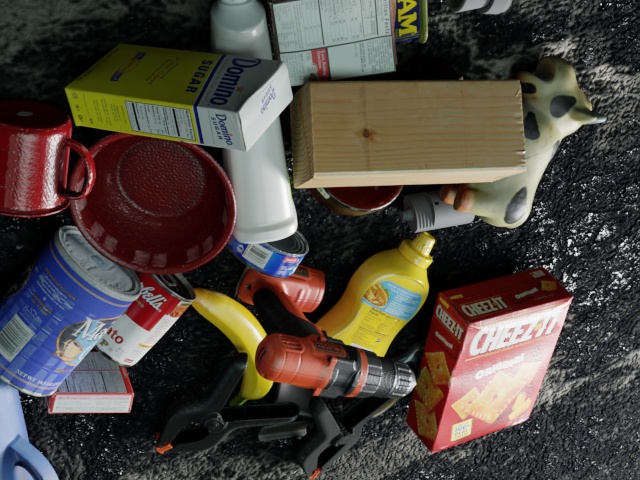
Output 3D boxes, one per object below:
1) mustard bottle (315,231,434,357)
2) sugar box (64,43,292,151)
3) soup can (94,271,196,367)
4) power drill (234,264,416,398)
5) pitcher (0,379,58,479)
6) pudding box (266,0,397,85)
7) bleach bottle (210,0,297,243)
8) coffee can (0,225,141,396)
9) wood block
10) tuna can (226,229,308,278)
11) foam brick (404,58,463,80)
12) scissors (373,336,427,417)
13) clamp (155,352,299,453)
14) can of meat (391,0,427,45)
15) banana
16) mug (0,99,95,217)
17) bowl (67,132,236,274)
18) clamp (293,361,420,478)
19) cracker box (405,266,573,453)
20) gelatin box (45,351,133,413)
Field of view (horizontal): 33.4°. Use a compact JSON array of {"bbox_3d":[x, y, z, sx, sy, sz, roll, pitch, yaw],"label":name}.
[{"bbox_3d":[0.069,0.069,1.236,0.096,0.058,0.192,25,110,-34],"label":"mustard bottle"},{"bbox_3d":[-0.123,-0.128,0.931,0.176,0.093,0.048,8,129,25],"label":"sugar box"},{"bbox_3d":[-0.189,0.074,1.117,0.102,0.068,0.068,-47,128,11],"label":"soup can"},{"bbox_3d":[-0.003,0.095,1.139,0.184,0.188,0.057,16,113,-30],"label":"power drill"},{"bbox_3d":[-0.353,0.231,1.108,0.149,0.145,0.243,-10,123,-21],"label":"pitcher"},{"bbox_3d":[0.011,-0.194,0.981,0.113,0.039,0.090,-10,126,-3],"label":"pudding box"},{"bbox_3d":[-0.068,-0.127,1.011,0.068,0.102,0.251,-10,126,-8],"label":"bleach bottle"},{"bbox_3d":[-0.261,0.070,1.059,0.102,0.103,0.140,33,105,-37],"label":"coffee can"},{"bbox_3d":[0.082,-0.102,1.023,0.206,0.090,0.091,-2,87,-13],"label":"wood block"},{"bbox_3d":[-0.057,0.001,1.115,0.086,0.086,0.034,18,115,-33],"label":"tuna can"},{"bbox_3d":[0.112,-0.142,1.115,0.078,0.053,0.051,-32,129,-3],"label":"foam brick"},{"bbox_3d":[0.102,0.138,1.326,0.096,0.016,0.202,22,111,-34],"label":"scissors"},{"bbox_3d":[-0.112,0.204,1.237,0.172,0.039,0.120,-35,118,23],"label":"clamp"},{"bbox_3d":[0.053,-0.233,1.024,0.084,0.057,0.102,-14,126,-12],"label":"can of meat"},{"bbox_3d":[-0.092,0.121,1.213,0.069,0.037,0.198,-23,129,-10],"label":"banana"},{"bbox_3d":[-0.258,-0.074,0.963,0.117,0.093,0.081,17,115,11],"label":"mug"},{"bbox_3d":[-0.159,-0.047,1.036,0.162,0.055,0.162,2,123,3],"label":"bowl"},{"bbox_3d":[0.015,0.228,1.297,0.164,0.036,0.210,-7,143,-43],"label":"clamp"},{"bbox_3d":[0.207,0.149,1.323,0.163,0.072,0.214,-12,131,-29],"label":"cracker box"},{"bbox_3d":[-0.251,0.151,1.138,0.089,0.073,0.030,3,121,-26],"label":"gelatin box"}]
